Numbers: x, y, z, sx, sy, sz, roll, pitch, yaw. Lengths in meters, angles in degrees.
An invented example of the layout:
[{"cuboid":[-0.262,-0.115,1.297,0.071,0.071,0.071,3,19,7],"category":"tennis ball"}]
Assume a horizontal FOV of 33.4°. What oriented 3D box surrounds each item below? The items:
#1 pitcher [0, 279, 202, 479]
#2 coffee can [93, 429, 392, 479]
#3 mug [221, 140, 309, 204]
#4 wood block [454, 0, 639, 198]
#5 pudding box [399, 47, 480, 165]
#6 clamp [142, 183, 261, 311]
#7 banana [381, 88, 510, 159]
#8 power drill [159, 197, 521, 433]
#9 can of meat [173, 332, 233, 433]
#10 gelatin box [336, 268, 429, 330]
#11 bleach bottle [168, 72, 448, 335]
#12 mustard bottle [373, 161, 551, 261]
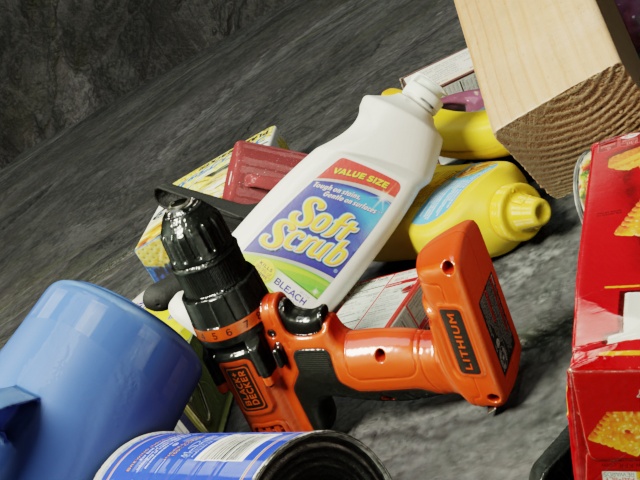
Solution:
[{"cuboid":[-0.172,0.142,0.600,0.149,0.145,0.242,-16,42,61],"category":"pitcher"},{"cuboid":[-0.043,0.148,0.540,0.141,0.103,0.102,-12,27,48],"category":"coffee can"},{"cuboid":[-0.049,-0.051,1.036,0.117,0.081,0.093,-165,86,-80],"category":"mug"},{"cuboid":[0.155,-0.145,0.735,0.090,0.090,0.206,-29,47,25],"category":"wood block"},{"cuboid":[0.137,-0.126,0.949,0.113,0.090,0.039,-26,43,2],"category":"pudding box"},{"cuboid":[-0.056,0.001,0.933,0.210,0.036,0.164,-1,40,5],"category":"clamp"},{"cuboid":[0.115,-0.095,0.842,0.198,0.037,0.069,1,60,47],"category":"banana"},{"cuboid":[0.010,0.043,0.627,0.188,0.184,0.057,-11,26,29],"category":"power drill"},{"cuboid":[-0.118,0.125,0.807,0.084,0.057,0.102,-31,17,15],"category":"can of meat"},{"cuboid":[0.042,0.058,0.752,0.073,0.030,0.089,-18,23,43],"category":"gelatin box"},{"cuboid":[0.001,-0.020,0.791,0.251,0.102,0.068,-53,0,3],"category":"bleach bottle"},{"cuboid":[0.104,-0.021,0.807,0.096,0.058,0.192,-39,18,-22],"category":"mustard bottle"}]
